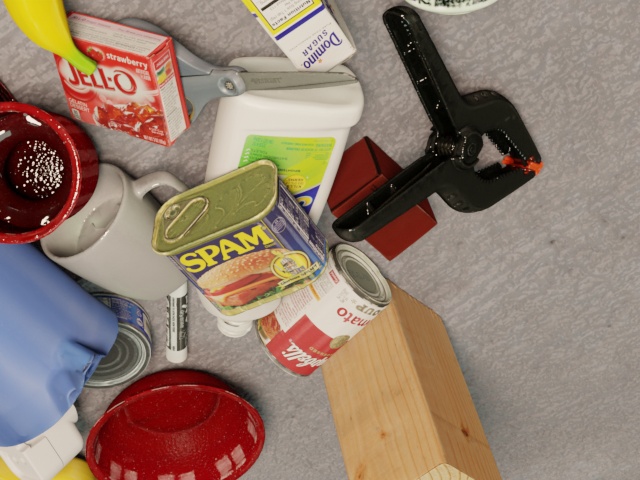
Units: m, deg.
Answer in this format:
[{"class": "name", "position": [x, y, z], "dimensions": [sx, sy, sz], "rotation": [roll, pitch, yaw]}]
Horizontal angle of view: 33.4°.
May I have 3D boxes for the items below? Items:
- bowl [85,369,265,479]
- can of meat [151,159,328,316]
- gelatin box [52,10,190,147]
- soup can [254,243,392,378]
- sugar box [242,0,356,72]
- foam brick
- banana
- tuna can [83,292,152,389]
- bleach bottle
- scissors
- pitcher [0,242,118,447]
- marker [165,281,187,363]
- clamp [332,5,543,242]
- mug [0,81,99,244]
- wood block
[{"class": "bowl", "position": [-0.133, 0.168, 0.974], "dimensions": [0.162, 0.055, 0.162], "rotation": [-7, 132, -8]}, {"class": "can of meat", "position": [-0.055, 0.001, 0.765], "dimensions": [0.102, 0.057, 0.084], "rotation": [-21, 133, 20]}, {"class": "gelatin box", "position": [-0.136, -0.108, 0.718], "dimensions": [0.089, 0.030, 0.073], "rotation": [18, 139, 24]}, {"class": "soup can", "position": [0.002, 0.059, 0.903], "dimensions": [0.068, 0.068, 0.102], "rotation": [31, 117, -33]}, {"class": "sugar box", "position": [-0.046, -0.188, 0.659], "dimensions": [0.048, 0.093, 0.176], "rotation": [-34, 130, 14]}, {"class": "foam brick", "position": [0.046, -0.033, 0.844], "dimensions": [0.053, 0.051, 0.078], "rotation": [-37, 129, 17]}, {"class": "banana", "position": [-0.154, -0.190, 0.626], "dimensions": [0.069, 0.037, 0.198], "rotation": [3, 132, -20]}, {"class": "tuna can", "position": [-0.186, 0.086, 0.904], "dimensions": [0.086, 0.034, 0.086], "rotation": [-7, 132, -8]}, {"class": "bleach bottle", "position": [-0.042, -0.020, 0.829], "dimensions": [0.102, 0.068, 0.251], "rotation": [3, 132, -13]}, {"class": "scissors", "position": [-0.073, -0.118, 0.696], "dimensions": [0.202, 0.016, 0.096], "rotation": [-11, 124, 45]}, {"class": "pitcher", "position": [-0.278, 0.028, 0.768], "dimensions": [0.149, 0.145, 0.242], "rotation": [-34, 120, 12]}, {"class": "marker", "position": [-0.122, 0.056, 0.903], "dimensions": [0.020, 0.020, 0.121], "rotation": [-3, 131, -11]}, {"class": "clamp", "position": [0.093, -0.062, 0.793], "dimensions": [0.209, 0.036, 0.164], "rotation": [18, 92, -46]}, {"class": "mug", "position": [-0.206, -0.059, 0.732], "dimensions": [0.093, 0.081, 0.117], "rotation": [-27, 95, 5]}, {"class": "wood block", "position": [0.071, 0.143, 0.900], "dimensions": [0.090, 0.206, 0.090], "rotation": [-40, 127, 21]}]
